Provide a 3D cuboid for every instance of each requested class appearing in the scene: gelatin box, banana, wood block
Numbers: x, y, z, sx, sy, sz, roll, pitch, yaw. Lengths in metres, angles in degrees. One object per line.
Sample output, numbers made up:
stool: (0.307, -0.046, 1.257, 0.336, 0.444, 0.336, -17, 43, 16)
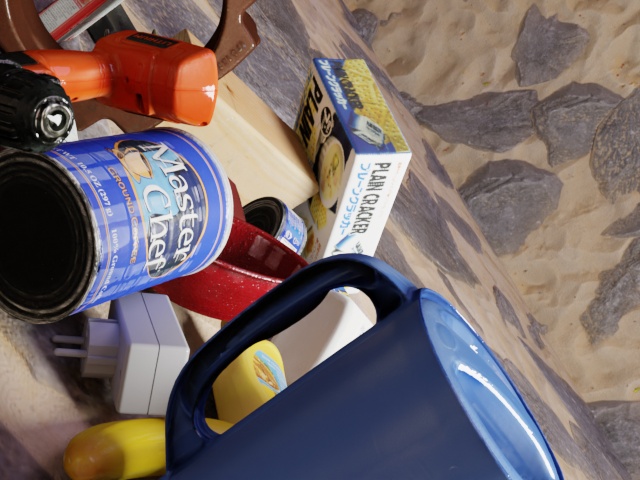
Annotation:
gelatin box: (-0.214, -0.210, 0.957, 0.030, 0.073, 0.089, 54, 15, -11)
banana: (-0.094, 0.125, 0.644, 0.197, 0.070, 0.037, 11, 75, -55)
wood block: (-0.099, -0.106, 1.078, 0.205, 0.090, 0.091, 40, 22, -49)

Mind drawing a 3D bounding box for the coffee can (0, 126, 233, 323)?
coffee can: (-0.134, -0.014, 0.666, 0.103, 0.103, 0.140, 58, 29, 6)

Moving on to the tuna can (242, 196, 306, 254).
tuna can: (-0.057, 0.001, 0.993, 0.033, 0.086, 0.086, 44, 19, -36)

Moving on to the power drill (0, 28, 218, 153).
power drill: (-0.154, -0.094, 0.646, 0.185, 0.057, 0.187, 21, 21, 39)

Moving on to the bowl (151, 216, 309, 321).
bowl: (-0.088, 0.018, 0.835, 0.162, 0.055, 0.162, 24, 11, -5)

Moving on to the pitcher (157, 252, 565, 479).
pitcher: (-0.013, 0.130, 0.530, 0.144, 0.243, 0.149, 44, 19, -41)

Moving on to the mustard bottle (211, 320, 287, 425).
mustard bottle: (-0.046, 0.130, 0.795, 0.096, 0.058, 0.192, 56, 10, -47)

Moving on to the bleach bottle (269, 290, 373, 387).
bleach bottle: (0.043, 0.151, 1.011, 0.068, 0.102, 0.250, 15, -26, 40)
